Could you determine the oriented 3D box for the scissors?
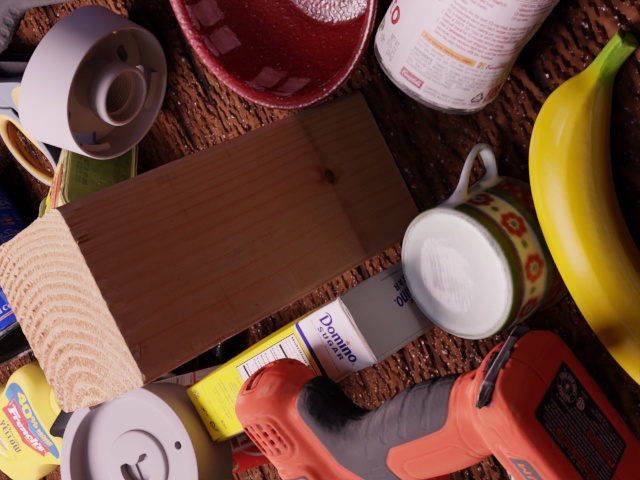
[{"bbox_3d":[-0.250,-0.129,0.799,0.202,0.016,0.096,51,137,-3],"label":"scissors"}]

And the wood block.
[{"bbox_3d":[-0.053,0.001,0.567,0.090,0.205,0.091,-24,92,49],"label":"wood block"}]

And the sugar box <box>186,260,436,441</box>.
[{"bbox_3d":[0.002,0.062,0.630,0.048,0.093,0.177,58,138,6],"label":"sugar box"}]

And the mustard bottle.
[{"bbox_3d":[-0.248,0.158,0.965,0.192,0.058,0.096,-32,87,49],"label":"mustard bottle"}]

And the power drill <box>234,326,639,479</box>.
[{"bbox_3d":[0.065,0.122,0.520,0.188,0.057,0.184,-23,112,45],"label":"power drill"}]

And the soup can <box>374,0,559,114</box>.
[{"bbox_3d":[0.074,-0.115,0.481,0.068,0.068,0.102,48,137,17],"label":"soup can"}]

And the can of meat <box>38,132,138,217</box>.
[{"bbox_3d":[-0.166,-0.022,0.762,0.102,0.057,0.084,-97,27,-42],"label":"can of meat"}]

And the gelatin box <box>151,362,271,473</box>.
[{"bbox_3d":[-0.073,0.127,0.748,0.030,0.089,0.073,-119,14,-78],"label":"gelatin box"}]

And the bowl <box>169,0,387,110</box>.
[{"bbox_3d":[-0.015,-0.153,0.563,0.162,0.055,0.162,23,125,37],"label":"bowl"}]
